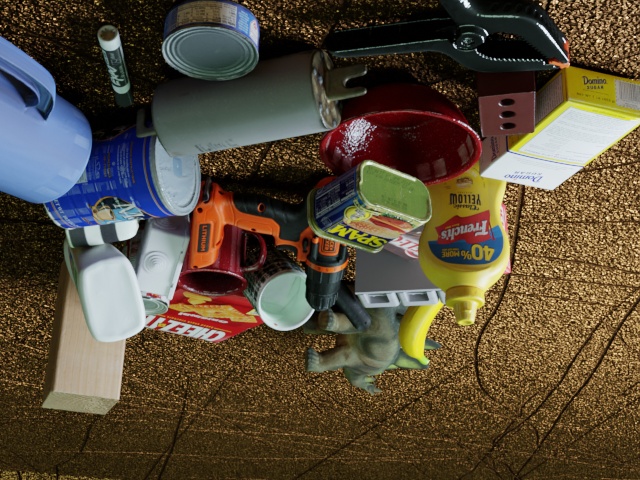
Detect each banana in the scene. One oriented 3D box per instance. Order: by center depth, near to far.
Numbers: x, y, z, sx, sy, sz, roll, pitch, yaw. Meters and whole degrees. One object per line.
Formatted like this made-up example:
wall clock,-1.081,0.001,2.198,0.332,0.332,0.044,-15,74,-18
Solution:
banana,0.153,0.088,1.441,0.069,0.037,0.198,0,129,-38

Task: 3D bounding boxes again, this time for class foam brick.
foam brick,0.174,-0.139,0.998,0.053,0.051,0.078,-3,156,11

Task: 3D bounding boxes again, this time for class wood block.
wood block,-0.315,0.121,1.448,0.090,0.206,0.091,10,155,-19

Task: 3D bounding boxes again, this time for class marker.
marker,-0.193,-0.163,1.014,0.020,0.020,0.121,2,157,-1

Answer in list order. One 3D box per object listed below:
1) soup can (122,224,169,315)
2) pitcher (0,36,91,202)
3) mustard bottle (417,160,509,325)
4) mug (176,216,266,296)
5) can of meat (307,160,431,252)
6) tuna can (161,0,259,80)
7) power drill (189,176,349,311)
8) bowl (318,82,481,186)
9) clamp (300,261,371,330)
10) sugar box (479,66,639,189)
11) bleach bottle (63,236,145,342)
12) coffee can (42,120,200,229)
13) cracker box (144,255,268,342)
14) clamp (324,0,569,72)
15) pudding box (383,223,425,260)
soup can,-0.226,0.039,1.381,0.068,0.102,0.068,1,157,0
pitcher,-0.320,-0.124,0.986,0.149,0.145,0.242,36,-177,36
mustard bottle,0.152,-0.002,1.140,0.096,0.191,0.058,2,157,0
mug,-0.124,0.016,1.345,0.117,0.081,0.093,-6,156,18
can of meat,0.052,-0.035,1.102,0.101,0.057,0.084,17,149,-33
tuna can,-0.097,-0.179,0.949,0.086,0.034,0.086,2,157,1
power drill,-0.058,0.002,1.260,0.187,0.057,0.184,4,123,-4
bowl,0.079,-0.111,1.066,0.162,0.055,0.162,2,157,1
clamp,-0.002,0.038,1.392,0.120,0.039,0.171,26,152,54
sugar box,0.239,-0.109,1.072,0.093,0.048,0.176,10,159,-18
bleach bottle,-0.277,0.044,1.315,0.068,0.102,0.251,-15,-165,-17
coffee can,-0.211,-0.070,1.126,0.140,0.103,0.102,-7,155,19
cracker box,-0.160,0.079,1.507,0.164,0.072,0.214,17,153,-30
clamp,0.124,-0.189,0.905,0.209,0.036,0.165,9,155,-13
pudding box,0.108,-0.016,1.263,0.090,0.039,0.113,-19,148,39
